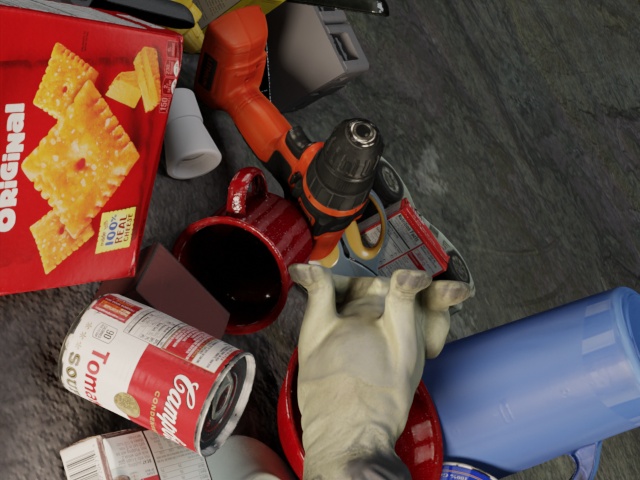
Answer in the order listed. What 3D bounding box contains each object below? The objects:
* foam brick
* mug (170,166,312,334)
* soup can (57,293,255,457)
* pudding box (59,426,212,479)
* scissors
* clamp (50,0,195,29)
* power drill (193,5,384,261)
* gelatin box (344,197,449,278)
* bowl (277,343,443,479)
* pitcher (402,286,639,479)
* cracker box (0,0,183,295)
[{"bbox_3d":[-0.109,0.051,0.727,0.078,0.053,0.051,49,33,-23],"label":"foam brick"},{"bbox_3d":[-0.055,0.001,0.800,0.081,0.093,0.117,-51,144,-62],"label":"mug"},{"bbox_3d":[-0.100,0.081,0.656,0.102,0.068,0.068,22,27,16],"label":"soup can"},{"bbox_3d":[-0.103,0.171,0.661,0.089,0.039,0.113,0,69,-57],"label":"pudding box"},{"bbox_3d":[0.028,0.044,0.959,0.016,0.096,0.202,-108,-171,-63],"label":"scissors"},{"bbox_3d":[-0.173,-0.181,0.793,0.171,0.039,0.120,51,54,-21],"label":"clamp"},{"bbox_3d":[-0.027,-0.091,0.843,0.057,0.185,0.188,-25,72,-25],"label":"power drill"},{"bbox_3d":[0.061,0.013,0.975,0.073,0.089,0.030,52,24,-17],"label":"gelatin box"},{"bbox_3d":[0.021,0.147,0.832,0.161,0.055,0.162,25,49,-32],"label":"bowl"},{"bbox_3d":[0.174,0.139,0.900,0.149,0.243,0.145,40,38,-34],"label":"pitcher"},{"bbox_3d":[-0.180,-0.054,0.602,0.213,0.072,0.164,-7,115,-59],"label":"cracker box"}]
